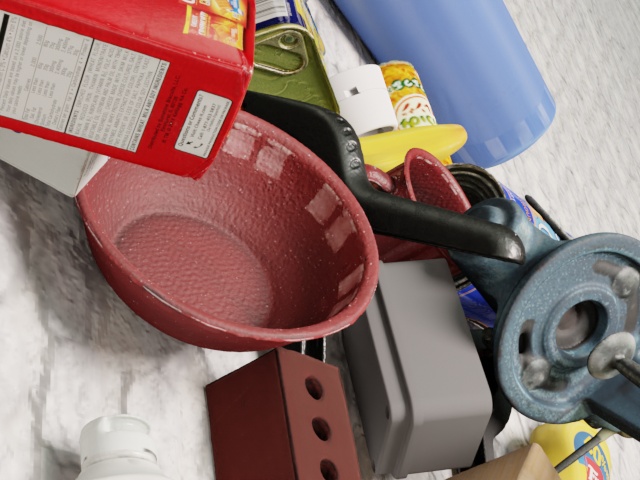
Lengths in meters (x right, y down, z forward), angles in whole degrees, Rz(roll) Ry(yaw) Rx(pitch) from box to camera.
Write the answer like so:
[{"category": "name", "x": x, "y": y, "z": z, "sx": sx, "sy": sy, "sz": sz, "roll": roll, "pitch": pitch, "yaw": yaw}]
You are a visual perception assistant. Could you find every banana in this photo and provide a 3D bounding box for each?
[{"category": "banana", "x": 0.033, "y": -0.058, "z": 0.746, "sx": 0.197, "sy": 0.070, "sz": 0.037, "roll": -12, "pitch": 87, "yaw": -55}]

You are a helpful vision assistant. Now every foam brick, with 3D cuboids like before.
[{"category": "foam brick", "x": -0.018, "y": 0.102, "z": 0.533, "sx": 0.052, "sy": 0.051, "sz": 0.078, "roll": 26, "pitch": 43, "yaw": -47}]

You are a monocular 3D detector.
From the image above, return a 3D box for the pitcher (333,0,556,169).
[{"category": "pitcher", "x": 0.103, "y": -0.187, "z": 0.949, "sx": 0.242, "sy": 0.145, "sz": 0.149, "roll": 54, "pitch": 40, "yaw": -21}]

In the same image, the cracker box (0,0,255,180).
[{"category": "cracker box", "x": -0.134, "y": -0.124, "z": 0.436, "sx": 0.213, "sy": 0.072, "sz": 0.164, "roll": 15, "pitch": 43, "yaw": -16}]

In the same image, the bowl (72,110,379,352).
[{"category": "bowl", "x": -0.053, "y": 0.001, "z": 0.531, "sx": 0.162, "sy": 0.055, "sz": 0.162, "roll": 20, "pitch": 40, "yaw": -18}]

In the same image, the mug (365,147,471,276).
[{"category": "mug", "x": 0.044, "y": -0.009, "z": 0.711, "sx": 0.117, "sy": 0.082, "sz": 0.093, "roll": 37, "pitch": 36, "yaw": -39}]

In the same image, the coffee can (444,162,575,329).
[{"category": "coffee can", "x": 0.132, "y": 0.014, "z": 0.815, "sx": 0.140, "sy": 0.103, "sz": 0.103, "roll": 29, "pitch": 41, "yaw": -46}]

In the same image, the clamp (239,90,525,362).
[{"category": "clamp", "x": -0.007, "y": -0.003, "z": 0.604, "sx": 0.210, "sy": 0.165, "sz": 0.036, "roll": 48, "pitch": 15, "yaw": 29}]
